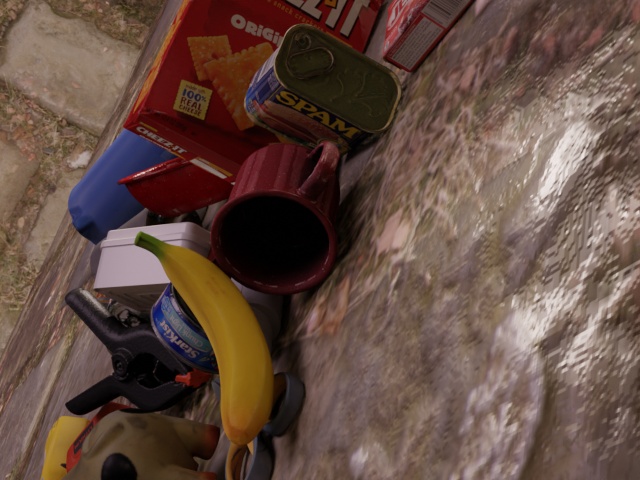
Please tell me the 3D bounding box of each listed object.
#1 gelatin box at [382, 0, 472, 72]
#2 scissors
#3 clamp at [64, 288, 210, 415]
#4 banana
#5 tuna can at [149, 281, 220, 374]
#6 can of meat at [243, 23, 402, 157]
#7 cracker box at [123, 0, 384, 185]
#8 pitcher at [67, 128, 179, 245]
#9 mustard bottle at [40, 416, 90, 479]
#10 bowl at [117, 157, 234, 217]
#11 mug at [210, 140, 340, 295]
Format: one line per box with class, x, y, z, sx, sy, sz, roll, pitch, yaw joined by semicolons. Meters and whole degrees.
gelatin box;0.083;-0.182;0.812;0.089;0.030;0.073;-48;22;39
scissors;-0.049;0.113;0.779;0.096;0.016;0.202;-57;18;13
clamp;-0.175;0.120;0.972;0.172;0.039;0.120;17;111;35
banana;-0.071;0.067;0.742;0.198;0.069;0.037;55;132;40
tuna can;-0.091;0.065;0.856;0.034;0.086;0.086;-53;19;24
can of meat;-0.001;-0.112;0.834;0.084;0.102;0.057;-31;35;64
cracker box;-0.056;-0.161;0.961;0.072;0.164;0.213;-12;53;67
pitcher;-0.241;-0.101;1.507;0.243;0.144;0.149;-43;37;40
mustard bottle;-0.268;0.275;1.096;0.191;0.058;0.096;-95;16;-60
bowl;-0.134;-0.065;1.152;0.162;0.055;0.162;-18;8;3
mug;-0.023;-0.028;0.790;0.117;0.093;0.081;-53;14;33
